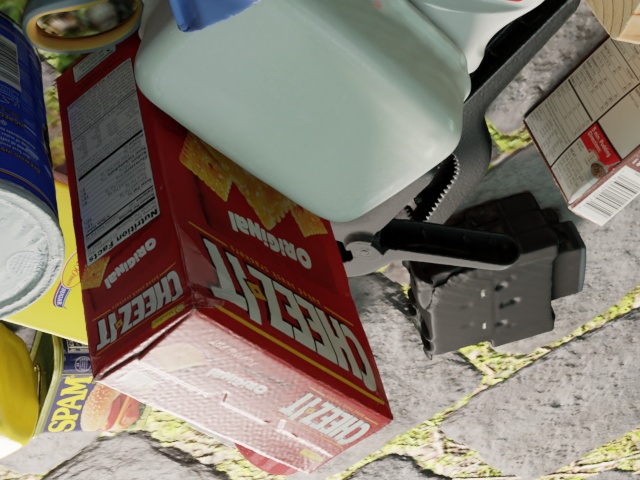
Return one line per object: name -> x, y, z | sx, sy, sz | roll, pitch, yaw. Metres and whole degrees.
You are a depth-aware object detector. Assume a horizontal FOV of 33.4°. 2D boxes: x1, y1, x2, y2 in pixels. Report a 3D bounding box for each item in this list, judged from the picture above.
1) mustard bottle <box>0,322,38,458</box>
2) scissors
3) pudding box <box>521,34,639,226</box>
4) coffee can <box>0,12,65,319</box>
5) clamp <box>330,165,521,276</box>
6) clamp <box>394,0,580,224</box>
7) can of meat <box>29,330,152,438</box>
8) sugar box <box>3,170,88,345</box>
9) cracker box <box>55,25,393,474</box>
mustard bottle -> -0.290, 0.135, 0.740 | 0.192, 0.096, 0.058 | -27, 140, 10
scissors -> -0.073, -0.152, 0.533 | 0.202, 0.016, 0.096 | -20, 135, 18
pudding box -> 0.192, -0.080, 0.684 | 0.039, 0.090, 0.114 | 22, 126, -36
coffee can -> -0.189, -0.041, 0.544 | 0.102, 0.140, 0.103 | -11, 139, -9
clamp -> 0.042, -0.003, 0.701 | 0.172, 0.039, 0.120 | -16, 134, 44
clamp -> 0.079, -0.080, 0.681 | 0.164, 0.036, 0.210 | -11, 137, -6
can of meat -> -0.164, 0.098, 0.777 | 0.083, 0.057, 0.102 | 2, 136, -27
sugar box -> -0.125, 0.025, 0.692 | 0.176, 0.048, 0.093 | 23, 97, -36
cracker box -> -0.054, 0.001, 0.585 | 0.072, 0.214, 0.164 | -36, 137, 20
